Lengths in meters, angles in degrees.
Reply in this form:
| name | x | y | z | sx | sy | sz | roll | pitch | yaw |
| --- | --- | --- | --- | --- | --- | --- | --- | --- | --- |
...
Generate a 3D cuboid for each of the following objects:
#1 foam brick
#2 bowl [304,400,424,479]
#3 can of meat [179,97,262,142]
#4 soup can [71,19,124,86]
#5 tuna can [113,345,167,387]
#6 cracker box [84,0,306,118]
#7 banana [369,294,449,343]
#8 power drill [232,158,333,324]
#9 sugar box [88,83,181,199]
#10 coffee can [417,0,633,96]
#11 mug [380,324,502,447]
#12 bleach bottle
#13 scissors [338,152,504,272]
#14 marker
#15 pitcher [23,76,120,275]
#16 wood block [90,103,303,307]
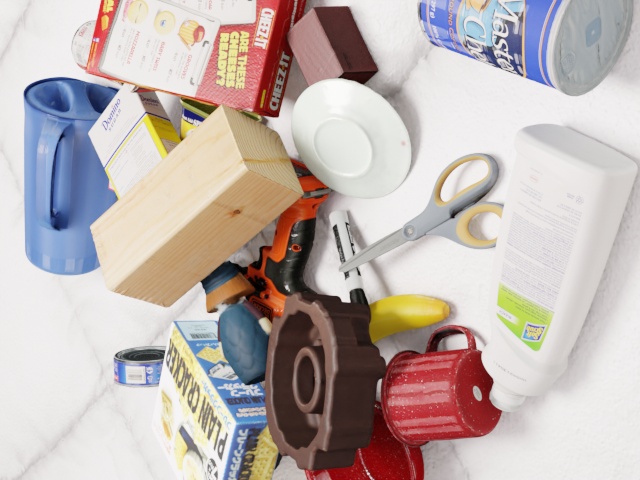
| name | x | y | z | sx | sy | sz | roll | pitch | yaw |
| --- | --- | --- | --- | --- | --- | --- | --- | --- | --- |
| foam brick | 0.010 | -0.186 | 1.060 | 0.051 | 0.052 | 0.078 | -36 | 72 | 44 |
| bowl | 0.054 | 0.226 | 1.101 | 0.162 | 0.055 | 0.162 | 12 | 107 | 44 |
| can of meat | -0.117 | -0.111 | 1.208 | 0.102 | 0.057 | 0.084 | 30 | 121 | 40 |
| soup can | -0.253 | -0.230 | 1.317 | 0.102 | 0.068 | 0.068 | 26 | 116 | 41 |
| tuna can | -0.219 | 0.159 | 1.351 | 0.086 | 0.085 | 0.034 | 7 | 102 | 45 |
| cracker box | -0.129 | -0.230 | 1.119 | 0.214 | 0.072 | 0.164 | 16 | 95 | 23 |
| banana | 0.056 | 0.100 | 1.090 | 0.069 | 0.037 | 0.198 | 41 | 132 | 2 |
| power drill | -0.058 | 0.001 | 1.171 | 0.185 | 0.057 | 0.188 | 24 | 118 | 37 |
| sugar box | -0.200 | -0.092 | 1.217 | 0.093 | 0.048 | 0.176 | -48 | 50 | 24 |
| coffee can | 0.164 | -0.186 | 0.863 | 0.140 | 0.102 | 0.103 | 30 | 119 | 39 |
| mug | 0.119 | 0.134 | 1.000 | 0.082 | 0.093 | 0.117 | -13 | 52 | 42 |
| bleach bottle | 0.186 | 0.034 | 0.918 | 0.103 | 0.067 | 0.251 | 34 | 124 | 37 |
| scissors | 0.104 | 0.001 | 1.007 | 0.202 | 0.016 | 0.096 | -47 | 70 | 31 |
| marker | 0.030 | 0.024 | 1.081 | 0.020 | 0.020 | 0.121 | -44 | 48 | 42 |
| pitcher | -0.323 | -0.075 | 1.369 | 0.145 | 0.148 | 0.243 | 39 | 129 | 40 |
| wood block | -0.129 | -0.030 | 1.094 | 0.206 | 0.090 | 0.090 | -39 | 54 | 23 |
